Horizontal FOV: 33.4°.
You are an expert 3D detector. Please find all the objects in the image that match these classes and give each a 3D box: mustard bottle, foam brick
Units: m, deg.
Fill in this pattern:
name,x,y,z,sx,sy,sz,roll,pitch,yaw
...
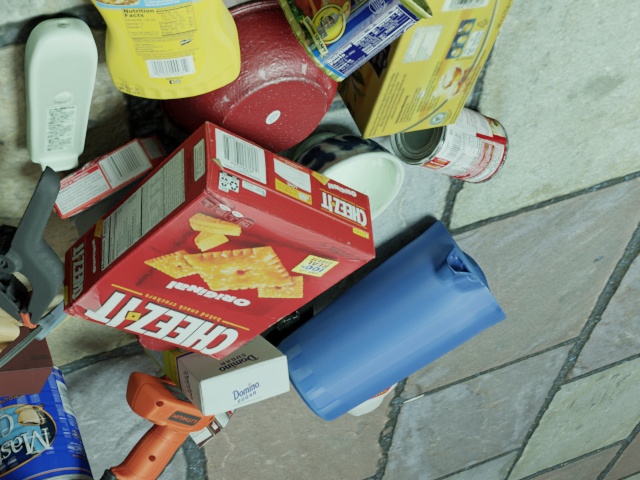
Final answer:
name,x,y,z,sx,sy,sz,roll,pitch,yaw
mustard bottle,-0.111,-0.176,0.718,0.096,0.058,0.191,-4,149,0
foam brick,-0.312,0.121,1.054,0.078,0.053,0.051,0,142,-37

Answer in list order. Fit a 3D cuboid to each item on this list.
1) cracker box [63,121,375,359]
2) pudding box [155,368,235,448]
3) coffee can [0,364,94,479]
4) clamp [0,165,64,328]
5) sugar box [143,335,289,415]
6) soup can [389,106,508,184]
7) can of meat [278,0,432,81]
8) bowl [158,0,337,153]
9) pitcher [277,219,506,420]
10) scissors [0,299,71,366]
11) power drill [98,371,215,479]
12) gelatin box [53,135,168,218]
name,x,y,z,sx,sy,sz,roll,pitch,yaw
cracker box,-0.086,0.012,0.872,0.164,0.072,0.214,23,138,-34
pudding box,-0.134,0.164,1.173,0.039,0.090,0.113,-36,-174,11
coffee can,-0.303,0.214,1.122,0.102,0.140,0.103,-19,150,-11
clamp,-0.260,0.001,0.853,0.120,0.039,0.171,13,132,8
sugar box,-0.110,0.115,1.083,0.093,0.176,0.048,-14,114,-24
soup can,0.123,-0.095,1.018,0.102,0.068,0.069,10,135,-45
can of meat,0.020,-0.179,0.773,0.084,0.102,0.057,-35,150,22
bowl,-0.047,-0.118,0.867,0.162,0.055,0.162,-19,150,-12
pitcher,0.079,0.098,1.212,0.243,0.145,0.149,-34,120,5
scissors,-0.234,0.063,0.954,0.096,0.016,0.202,-46,-176,4
power drill,-0.201,0.222,1.050,0.188,0.057,0.184,-55,148,4
gelatin box,-0.172,-0.053,0.870,0.089,0.030,0.073,-28,-175,7
